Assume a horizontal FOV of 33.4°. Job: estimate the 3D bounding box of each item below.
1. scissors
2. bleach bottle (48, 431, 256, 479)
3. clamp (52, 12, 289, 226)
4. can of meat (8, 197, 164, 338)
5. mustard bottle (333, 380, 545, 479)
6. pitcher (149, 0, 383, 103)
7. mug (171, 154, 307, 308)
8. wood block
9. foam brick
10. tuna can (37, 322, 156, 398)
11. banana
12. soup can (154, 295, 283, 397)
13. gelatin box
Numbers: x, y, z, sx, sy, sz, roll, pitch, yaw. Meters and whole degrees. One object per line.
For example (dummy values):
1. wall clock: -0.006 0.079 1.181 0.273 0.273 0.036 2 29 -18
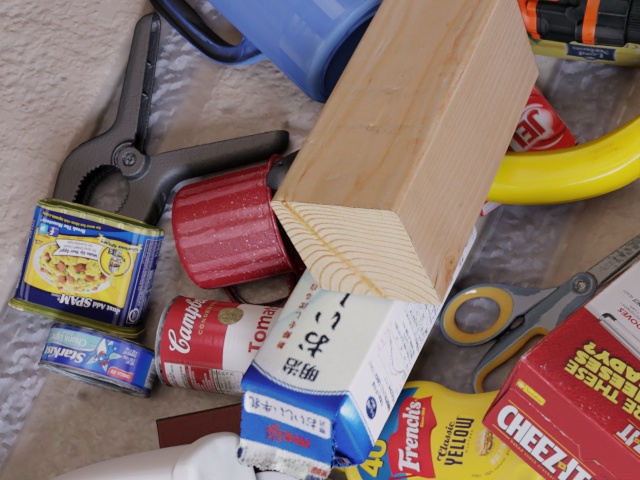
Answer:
1. scissors: 0.166 0.028 0.763 0.096 0.016 0.201 38 87 22
2. bleach bottle: -0.158 0.195 0.739 0.251 0.068 0.102 -12 94 32
3. clamp: -0.137 -0.059 0.855 0.165 0.036 0.210 36 88 15
4. can of meat: -0.176 0.020 0.812 0.102 0.057 0.084 15 94 3
5. mustard bottle: 0.073 0.141 0.712 0.192 0.058 0.096 -2 57 38
6. pitcher: -0.043 -0.213 0.831 0.145 0.149 0.243 -36 68 -12
7. mug: -0.055 0.001 0.798 0.081 0.093 0.117 -13 107 15
8. wood block: 0.061 -0.070 0.692 0.090 0.090 0.206 6 54 32
9. foam brick: -0.071 0.149 0.768 0.078 0.053 0.051 -12 71 10
10. tuna can: -0.163 0.089 0.792 0.086 0.086 0.033 11 75 17
11. banana: 0.162 -0.059 0.742 0.198 0.037 0.069 -15 89 19
12. soup can: -0.061 0.079 0.778 0.102 0.068 0.068 5 75 16
13. gelatin box: 0.135 -0.073 0.794 0.089 0.030 0.073 -33 70 3
